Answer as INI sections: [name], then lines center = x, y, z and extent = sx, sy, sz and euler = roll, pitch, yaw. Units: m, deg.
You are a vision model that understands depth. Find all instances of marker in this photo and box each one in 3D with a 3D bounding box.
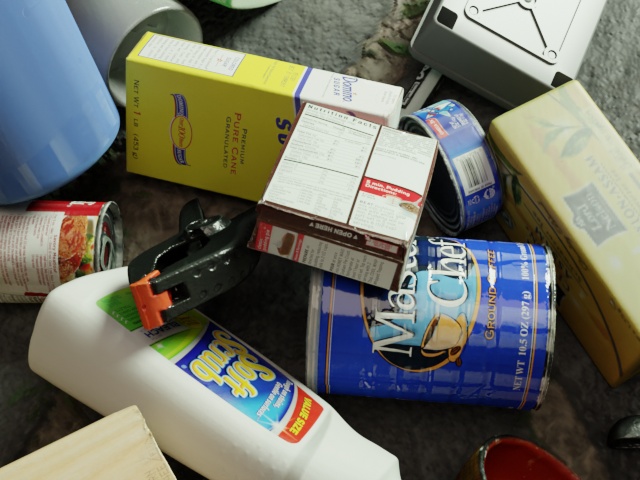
[marker]
center = 0.084, -0.123, 0.767
extent = 0.020, 0.020, 0.121
euler = 30, 71, 13

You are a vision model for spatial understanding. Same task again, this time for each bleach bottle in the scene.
[bleach bottle]
center = -0.045, 0.099, 0.610
extent = 0.251, 0.102, 0.068
euler = 27, 109, 24

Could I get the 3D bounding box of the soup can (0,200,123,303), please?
[soup can]
center = -0.186, 0.007, 0.696
extent = 0.102, 0.068, 0.068
euler = 2, 68, 3

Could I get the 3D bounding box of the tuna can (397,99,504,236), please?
[tuna can]
center = 0.085, -0.048, 0.701
extent = 0.033, 0.086, 0.086
euler = -24, 69, -10

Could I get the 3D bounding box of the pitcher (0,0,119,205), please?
[pitcher]
center = -0.215, -0.151, 0.641
extent = 0.149, 0.242, 0.145
euler = -31, 32, -10

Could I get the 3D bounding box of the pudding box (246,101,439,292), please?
[pudding box]
center = 0.016, -0.029, 0.623
extent = 0.090, 0.039, 0.113
euler = 16, 38, 4

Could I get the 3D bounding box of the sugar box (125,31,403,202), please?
[sugar box]
center = -0.040, -0.072, 0.708
extent = 0.176, 0.093, 0.048
euler = 14, 40, 9

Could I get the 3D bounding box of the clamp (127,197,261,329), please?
[clamp]
center = -0.054, 0.001, 0.642
extent = 0.120, 0.171, 0.039
euler = -18, 108, 20

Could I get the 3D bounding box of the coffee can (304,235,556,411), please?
[coffee can]
center = 0.064, 0.048, 0.653
extent = 0.140, 0.103, 0.103
euler = 4, 68, 3
